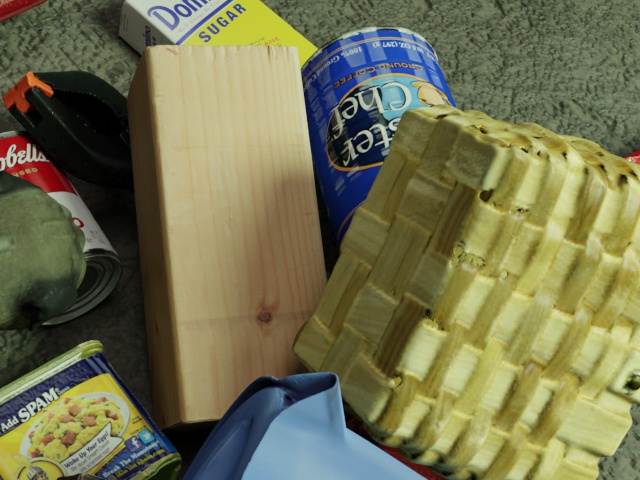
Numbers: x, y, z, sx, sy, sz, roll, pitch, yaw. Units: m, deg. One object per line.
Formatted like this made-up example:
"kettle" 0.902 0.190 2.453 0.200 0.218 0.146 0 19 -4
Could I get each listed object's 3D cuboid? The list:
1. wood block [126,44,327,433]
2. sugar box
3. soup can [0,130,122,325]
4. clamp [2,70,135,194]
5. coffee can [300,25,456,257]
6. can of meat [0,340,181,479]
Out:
"wood block" -0.054 0.001 0.613 0.090 0.090 0.206 -3 77 -18
"sugar box" -0.060 -0.134 0.799 0.176 0.048 0.093 43 53 16
"soup can" -0.173 -0.007 0.647 0.068 0.069 0.102 -22 62 -31
"clamp" -0.120 -0.052 0.683 0.171 0.039 0.120 16 42 -44
"coffee can" 0.046 -0.052 0.683 0.102 0.103 0.140 -2 53 -19
"can of meat" -0.137 0.116 0.569 0.101 0.057 0.084 -30 69 -33
